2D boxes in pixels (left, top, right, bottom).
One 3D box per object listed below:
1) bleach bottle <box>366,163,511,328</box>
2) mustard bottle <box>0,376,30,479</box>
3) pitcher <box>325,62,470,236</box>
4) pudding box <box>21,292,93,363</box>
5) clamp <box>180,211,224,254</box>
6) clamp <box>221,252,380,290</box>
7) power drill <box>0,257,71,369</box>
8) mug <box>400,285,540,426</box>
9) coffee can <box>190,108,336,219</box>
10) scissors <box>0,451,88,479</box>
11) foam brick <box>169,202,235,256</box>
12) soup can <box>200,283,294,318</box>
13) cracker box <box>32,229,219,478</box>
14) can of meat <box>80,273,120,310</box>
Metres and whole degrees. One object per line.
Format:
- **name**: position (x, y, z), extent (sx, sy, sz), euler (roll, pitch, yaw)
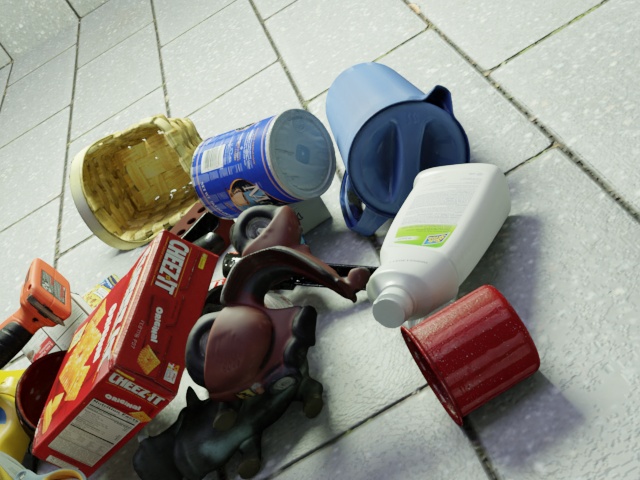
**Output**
- **bleach bottle**: position (0.098, 0.006, 0.979), extent (0.103, 0.068, 0.250), euler (-6, 23, 29)
- **mustard bottle**: position (-0.358, 0.228, 1.153), extent (0.096, 0.058, 0.191), euler (-25, 37, 27)
- **pitcher**: position (0.070, -0.118, 1.228), extent (0.149, 0.145, 0.243), euler (-20, 24, -1)
- **pudding box**: position (-0.283, 0.123, 1.222), extent (0.114, 0.039, 0.090), euler (42, 88, 25)
- **clamp**: position (-0.175, 0.034, 1.227), extent (0.171, 0.039, 0.120), euler (-44, 11, -4)
- **clamp**: position (-0.029, 0.033, 1.097), extent (0.164, 0.036, 0.210), euler (4, 0, -29)
- **power drill**: position (-0.359, 0.109, 1.189), extent (0.188, 0.057, 0.184), euler (-47, 25, 5)
- **mug**: position (0.123, 0.091, 0.872), extent (0.081, 0.093, 0.117), euler (-30, -10, -5)
- **coffee can**: position (-0.066, -0.085, 1.222), extent (0.141, 0.102, 0.102), euler (-12, 33, 45)
- **scissors**: position (-0.288, 0.243, 1.010), extent (0.202, 0.016, 0.096), euler (-5, 38, 45)
- **foam brick**: position (-0.150, -0.006, 1.348), extent (0.053, 0.051, 0.078), euler (-1, 41, 46)
- **soup can**: position (-0.070, 0.080, 1.050), extent (0.069, 0.068, 0.102), euler (-24, -15, 17)
- **cracker box**: position (-0.192, 0.112, 1.030), extent (0.214, 0.072, 0.164), euler (-44, 25, 44)
- **can of meat**: position (-0.265, 0.092, 1.308), extent (0.084, 0.057, 0.102), euler (-36, 28, -10)
